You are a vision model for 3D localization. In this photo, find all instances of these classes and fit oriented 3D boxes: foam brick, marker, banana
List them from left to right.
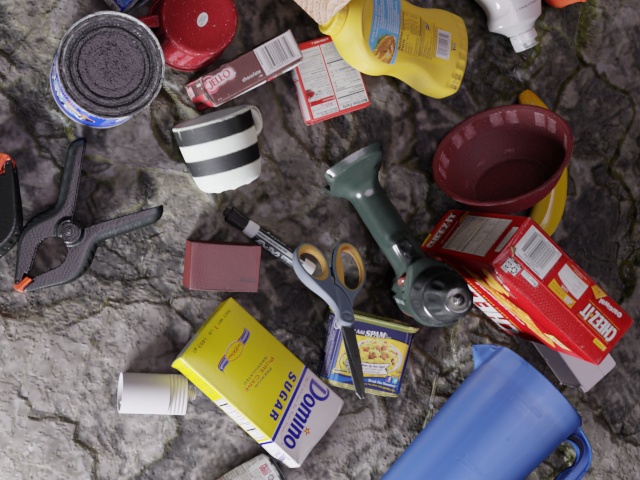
[{"bbox_3d":[-0.107,0.027,1.157,0.078,0.051,0.053,4,92,-16],"label":"foam brick"},{"bbox_3d":[-0.058,0.001,1.187,0.121,0.020,0.020,35,83,-15],"label":"marker"},{"bbox_3d":[0.261,-0.078,1.268,0.069,0.037,0.198,5,91,-17],"label":"banana"}]

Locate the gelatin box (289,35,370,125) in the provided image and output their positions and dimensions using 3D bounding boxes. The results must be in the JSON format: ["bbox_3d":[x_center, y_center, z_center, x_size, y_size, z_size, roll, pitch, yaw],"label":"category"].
[{"bbox_3d":[0.007,-0.182,1.193,0.073,0.030,0.089,-19,97,-16],"label":"gelatin box"}]

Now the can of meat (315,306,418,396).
[{"bbox_3d":[0.051,0.126,1.205,0.102,0.057,0.084,14,91,-16],"label":"can of meat"}]

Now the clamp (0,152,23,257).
[{"bbox_3d":[-0.355,0.013,1.081,0.164,0.036,0.210,31,81,1],"label":"clamp"}]

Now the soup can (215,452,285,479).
[{"bbox_3d":[-0.087,0.285,1.166,0.102,0.069,0.068,-28,100,-14],"label":"soup can"}]

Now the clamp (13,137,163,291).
[{"bbox_3d":[-0.250,-0.008,1.118,0.120,0.039,0.171,33,89,1],"label":"clamp"}]

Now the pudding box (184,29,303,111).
[{"bbox_3d":[-0.083,-0.179,1.135,0.113,0.090,0.039,-29,102,-14],"label":"pudding box"}]

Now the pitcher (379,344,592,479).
[{"bbox_3d":[0.177,0.252,1.209,0.242,0.149,0.145,-46,127,-6],"label":"pitcher"}]

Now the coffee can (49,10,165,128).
[{"bbox_3d":[-0.216,-0.168,1.070,0.102,0.140,0.103,-1,93,-16],"label":"coffee can"}]

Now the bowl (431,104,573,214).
[{"bbox_3d":[0.211,-0.082,1.212,0.162,0.162,0.055,-38,133,-12],"label":"bowl"}]

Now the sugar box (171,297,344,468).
[{"bbox_3d":[-0.066,0.155,1.159,0.176,0.048,0.093,42,64,-6],"label":"sugar box"}]

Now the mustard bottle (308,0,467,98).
[{"bbox_3d":[0.072,-0.226,1.173,0.191,0.058,0.096,13,77,-30],"label":"mustard bottle"}]

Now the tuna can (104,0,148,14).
[{"bbox_3d":[-0.186,-0.268,1.104,0.086,0.086,0.033,-43,101,-11],"label":"tuna can"}]

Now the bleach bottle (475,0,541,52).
[{"bbox_3d":[0.181,-0.332,1.220,0.102,0.068,0.251,-30,102,-17],"label":"bleach bottle"}]

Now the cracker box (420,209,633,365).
[{"bbox_3d":[0.216,0.047,1.168,0.164,0.214,0.072,42,82,-14],"label":"cracker box"}]

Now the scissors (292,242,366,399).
[{"bbox_3d":[0.010,0.074,1.146,0.096,0.016,0.201,20,45,-13],"label":"scissors"}]

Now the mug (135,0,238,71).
[{"bbox_3d":[-0.145,-0.228,1.119,0.117,0.082,0.093,-3,93,-16],"label":"mug"}]
